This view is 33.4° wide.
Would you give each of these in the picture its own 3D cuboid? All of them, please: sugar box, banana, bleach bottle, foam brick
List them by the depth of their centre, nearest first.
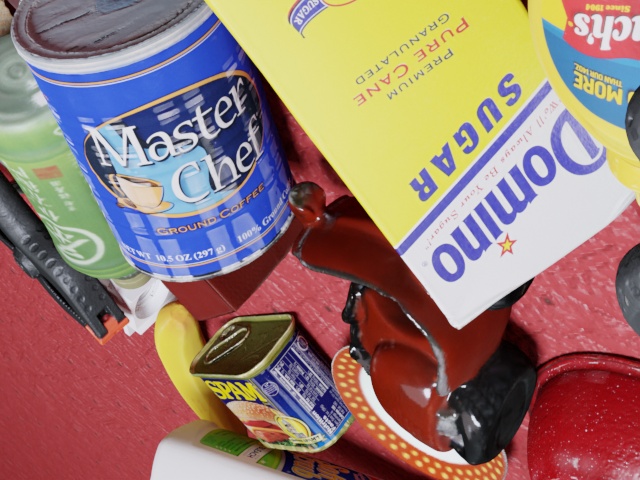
[{"bbox_3d":[0.036,-0.061,0.402,0.176,0.093,0.048,51,-173,-15],"label":"sugar box"},{"bbox_3d":[-0.054,0.001,0.618,0.053,0.078,0.051,50,149,-14],"label":"foam brick"},{"bbox_3d":[0.007,0.194,0.779,0.251,0.068,0.102,11,-178,15],"label":"bleach bottle"},{"bbox_3d":[-0.093,0.102,0.842,0.070,0.037,0.197,21,149,36],"label":"banana"}]

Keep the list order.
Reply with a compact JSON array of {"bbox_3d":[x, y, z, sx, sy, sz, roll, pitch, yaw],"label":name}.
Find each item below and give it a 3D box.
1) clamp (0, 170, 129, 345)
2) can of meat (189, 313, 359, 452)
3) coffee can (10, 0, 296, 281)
[{"bbox_3d":[-0.205,0.001,0.766,0.171,0.039,0.120,41,166,8],"label":"clamp"},{"bbox_3d":[-0.031,0.101,0.750,0.084,0.057,0.102,50,151,-19],"label":"can of meat"},{"bbox_3d":[-0.077,-0.063,0.531,0.103,0.102,0.140,20,145,34],"label":"coffee can"}]
